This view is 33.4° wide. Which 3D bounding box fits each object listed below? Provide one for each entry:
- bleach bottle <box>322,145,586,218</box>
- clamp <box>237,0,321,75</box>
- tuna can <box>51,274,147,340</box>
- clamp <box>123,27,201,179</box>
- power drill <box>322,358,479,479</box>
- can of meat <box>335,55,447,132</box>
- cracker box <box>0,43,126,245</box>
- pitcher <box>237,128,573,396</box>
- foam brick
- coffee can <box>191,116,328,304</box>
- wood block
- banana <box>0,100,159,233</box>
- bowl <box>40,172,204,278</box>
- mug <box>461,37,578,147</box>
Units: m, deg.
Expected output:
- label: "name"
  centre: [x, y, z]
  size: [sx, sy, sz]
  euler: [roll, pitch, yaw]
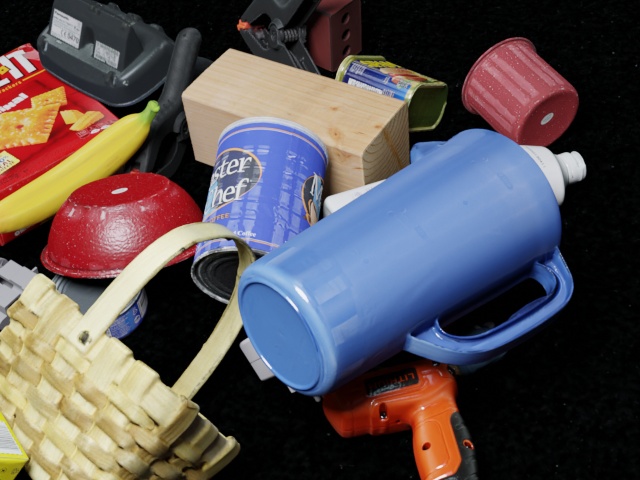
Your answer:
- label: "bleach bottle"
  centre: [0.134, -0.029, 0.982]
  size: [0.250, 0.068, 0.103]
  euler: [-18, 51, -15]
- label: "clamp"
  centre: [-0.032, -0.213, 1.157]
  size: [0.036, 0.164, 0.210]
  euler: [-10, 14, -28]
- label: "tuna can"
  centre: [-0.199, 0.053, 0.957]
  size: [0.086, 0.034, 0.086]
  euler: [-4, 45, 3]
- label: "clamp"
  centre: [-0.150, -0.128, 1.078]
  size: [0.039, 0.120, 0.171]
  euler: [9, 50, 24]
- label: "power drill"
  centre: [0.061, 0.183, 0.783]
  size: [0.184, 0.057, 0.188]
  euler: [-12, 48, -10]
- label: "can of meat"
  centre: [0.073, -0.148, 1.089]
  size: [0.084, 0.057, 0.101]
  euler: [25, 19, 25]
- label: "cracker box"
  centre: [-0.314, -0.107, 1.104]
  size: [0.164, 0.072, 0.214]
  euler: [-32, 50, -24]
- label: "pitcher"
  centre: [0.067, 0.024, 0.811]
  size: [0.242, 0.145, 0.149]
  euler: [-29, 19, -31]
- label: "foam brick"
  centre: [0.010, -0.238, 1.192]
  size: [0.051, 0.078, 0.053]
  euler: [30, 56, 28]
- label: "coffee can"
  centre: [-0.052, -0.024, 0.943]
  size: [0.103, 0.103, 0.140]
  euler: [3, 58, 9]
- label: "wood block"
  centre: [-0.024, -0.108, 1.057]
  size: [0.206, 0.091, 0.090]
  euler: [20, 51, 25]
- label: "banana"
  centre: [-0.233, -0.065, 1.003]
  size: [0.197, 0.069, 0.037]
  euler: [-40, 75, -12]
- label: "bowl"
  centre: [-0.179, -0.021, 0.974]
  size: [0.162, 0.055, 0.162]
  euler: [-6, 22, 2]
- label: "mug"
  centre: [0.211, -0.141, 1.074]
  size: [0.117, 0.093, 0.082]
  euler: [5, 37, -44]
